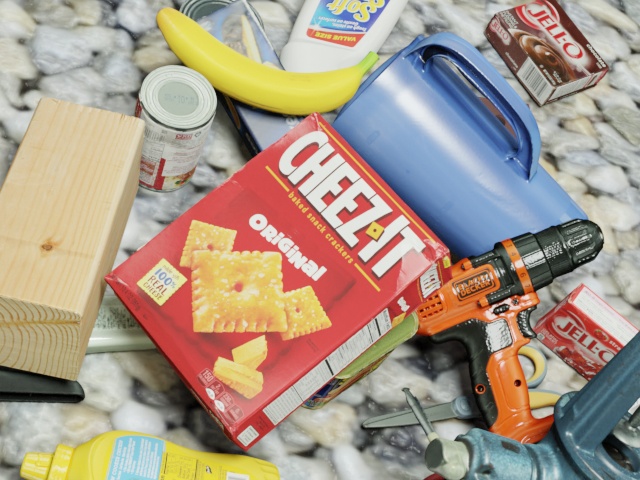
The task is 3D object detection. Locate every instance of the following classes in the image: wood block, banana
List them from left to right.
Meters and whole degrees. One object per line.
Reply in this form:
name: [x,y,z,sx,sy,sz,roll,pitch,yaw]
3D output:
wood block: [-0.207,-0.007,0.841,0.090,0.090,0.206,13,48,-4]
banana: [-0.052,-0.149,0.930,0.197,0.037,0.069,12,75,-3]

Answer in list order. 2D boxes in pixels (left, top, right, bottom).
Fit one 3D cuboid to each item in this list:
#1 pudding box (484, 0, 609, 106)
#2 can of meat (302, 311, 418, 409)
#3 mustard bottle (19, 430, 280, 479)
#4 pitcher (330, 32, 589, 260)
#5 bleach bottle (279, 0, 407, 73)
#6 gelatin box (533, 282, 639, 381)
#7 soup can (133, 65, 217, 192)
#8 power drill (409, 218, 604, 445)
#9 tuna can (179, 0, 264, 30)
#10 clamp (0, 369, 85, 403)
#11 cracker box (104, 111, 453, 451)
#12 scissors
pudding box: [0.247,-0.209,1.170,0.089,0.039,0.113,-22,71,-29]
can of meat: [0.021,0.089,0.895,0.101,0.084,0.057,-30,75,-30]
mustard bottle: [-0.128,0.189,0.797,0.191,0.058,0.096,16,35,-10]
pitcher: [0.133,-0.068,0.978,0.243,0.149,0.145,43,92,-2]
bleach bottle: [0.028,-0.216,1.085,0.102,0.068,0.250,25,59,-4]
gelatin box: [0.249,0.090,0.980,0.089,0.073,0.030,40,56,5]
soup can: [-0.133,-0.097,0.936,0.068,0.102,0.068,8,59,-15]
power drill: [0.180,0.090,0.903,0.184,0.057,0.188,-23,80,6]
tuna can: [-0.100,-0.203,1.049,0.086,0.034,0.086,8,59,-15]
clamp: [-0.304,0.123,0.791,0.210,0.036,0.164,32,56,-4]
cracker box: [-0.031,0.028,0.822,0.213,0.072,0.164,-39,69,-7]
scissors: [0.132,0.131,0.951,0.201,0.016,0.096,8,57,-14]
